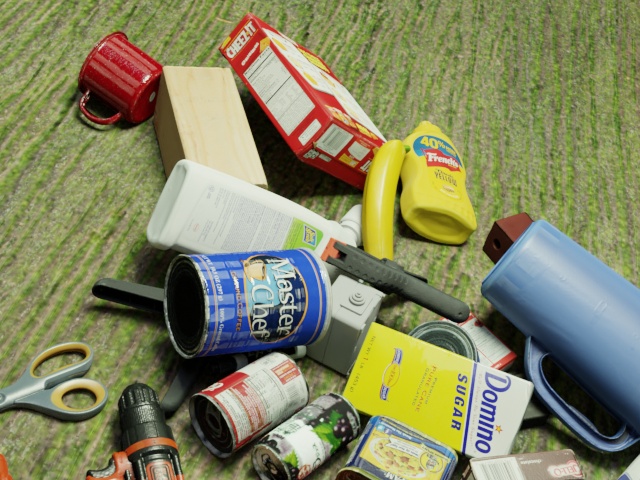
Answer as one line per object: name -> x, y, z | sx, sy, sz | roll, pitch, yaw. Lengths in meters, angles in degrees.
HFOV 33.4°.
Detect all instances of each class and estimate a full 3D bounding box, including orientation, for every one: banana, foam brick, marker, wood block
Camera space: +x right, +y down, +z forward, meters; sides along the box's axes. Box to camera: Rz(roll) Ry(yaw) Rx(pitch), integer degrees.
banana -> 0.078, -0.046, 1.259 | 0.069, 0.037, 0.197 | 34, 58, -39
foam brick -> 0.246, 0.014, 1.302 | 0.051, 0.053, 0.078 | -16, 53, -30
marker -> -0.065, 0.122, 1.104 | 0.120, 0.020, 0.020 | -8, 49, -42
wood block -> -0.135, -0.107, 1.273 | 0.090, 0.091, 0.206 | -2, 47, -20

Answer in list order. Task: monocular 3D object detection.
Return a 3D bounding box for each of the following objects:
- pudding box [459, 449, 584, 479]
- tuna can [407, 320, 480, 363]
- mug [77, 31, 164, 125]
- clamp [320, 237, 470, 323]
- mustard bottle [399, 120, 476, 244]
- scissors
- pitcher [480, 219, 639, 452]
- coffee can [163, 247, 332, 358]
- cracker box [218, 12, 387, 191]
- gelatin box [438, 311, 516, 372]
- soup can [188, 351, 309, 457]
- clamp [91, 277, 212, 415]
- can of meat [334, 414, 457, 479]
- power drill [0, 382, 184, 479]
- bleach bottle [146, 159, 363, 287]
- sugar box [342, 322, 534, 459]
pudding box -> 0.186, 0.245, 1.033 | 0.113, 0.090, 0.039 | 0, 46, -17
tuna can -> 0.127, 0.129, 1.137 | 0.086, 0.033, 0.086 | -4, 69, 10
mug -> -0.249, -0.192, 1.329 | 0.081, 0.093, 0.117 | 36, 70, 11
clamp -> 0.082, 0.044, 1.162 | 0.171, 0.039, 0.120 | 21, 1, -33
mustard bottle -> 0.142, -0.085, 1.359 | 0.096, 0.058, 0.191 | 20, 41, -21
scissors -> -0.289, 0.163, 1.016 | 0.096, 0.016, 0.201 | 39, 48, 20
pitcher -> 0.289, 0.099, 1.153 | 0.243, 0.145, 0.149 | 40, 35, 7
coffee can -> -0.073, 0.061, 1.073 | 0.140, 0.103, 0.103 | -3, 48, -31
cracker box -> -0.015, -0.170, 1.336 | 0.164, 0.072, 0.214 | 22, 27, -53
gelatin box -> 0.160, 0.122, 1.186 | 0.073, 0.030, 0.089 | -28, 61, -35
soup can -> -0.069, 0.160, 1.051 | 0.102, 0.069, 0.068 | -27, 59, -36
clamp -> -0.127, 0.078, 1.130 | 0.209, 0.036, 0.165 | -25, 68, -36
can of meat -> 0.075, 0.227, 1.039 | 0.102, 0.057, 0.083 | 26, 44, 9
power drill -> -0.216, 0.214, 0.959 | 0.187, 0.057, 0.184 | -5, 49, -21
bleach bottle -> -0.058, 0.001, 1.176 | 0.250, 0.102, 0.068 | 23, 3, -26
sugar box -> 0.119, 0.158, 1.084 | 0.176, 0.048, 0.093 | 19, 79, 16
